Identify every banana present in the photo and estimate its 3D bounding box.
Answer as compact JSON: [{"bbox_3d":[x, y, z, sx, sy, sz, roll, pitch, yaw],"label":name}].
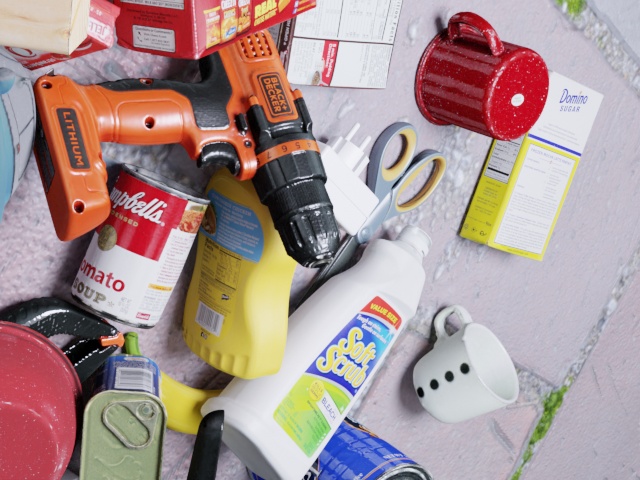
[{"bbox_3d":[-0.088,0.129,0.883,0.197,0.037,0.069,20,96,-44],"label":"banana"}]

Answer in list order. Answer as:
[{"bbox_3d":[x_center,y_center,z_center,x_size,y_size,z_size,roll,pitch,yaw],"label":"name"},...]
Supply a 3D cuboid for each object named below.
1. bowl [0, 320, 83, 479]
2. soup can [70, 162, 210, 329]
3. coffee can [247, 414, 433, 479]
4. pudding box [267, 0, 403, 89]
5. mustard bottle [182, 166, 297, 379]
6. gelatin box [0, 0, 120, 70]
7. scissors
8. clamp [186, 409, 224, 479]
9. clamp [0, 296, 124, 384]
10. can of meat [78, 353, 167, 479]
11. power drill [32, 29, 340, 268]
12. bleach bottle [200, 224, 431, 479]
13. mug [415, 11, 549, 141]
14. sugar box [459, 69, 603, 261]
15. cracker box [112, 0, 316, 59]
[{"bbox_3d":[-0.226,0.136,0.705,0.161,0.055,0.162,-13,115,-28],"label":"bowl"},{"bbox_3d":[-0.130,0.004,0.766,0.068,0.069,0.102,19,97,-44],"label":"soup can"},{"bbox_3d":[0.016,0.209,0.938,0.102,0.140,0.103,-18,121,-34],"label":"coffee can"},{"bbox_3d":[0.009,-0.165,0.829,0.113,0.039,0.090,-5,112,-42],"label":"pudding box"},{"bbox_3d":[-0.055,0.001,0.810,0.058,0.096,0.192,-4,112,-40],"label":"mustard bottle"},{"bbox_3d":[-0.177,-0.134,0.644,0.073,0.089,0.030,24,70,-45],"label":"gelatin box"},{"bbox_3d":[0.035,-0.026,0.932,0.201,0.016,0.096,-40,130,-20],"label":"scissors"},{"bbox_3d":[-0.093,0.215,0.844,0.210,0.036,0.164,-29,120,24],"label":"clamp"},{"bbox_3d":[-0.223,0.075,0.741,0.171,0.039,0.120,-23,126,-31],"label":"clamp"},{"bbox_3d":[-0.144,0.142,0.782,0.057,0.084,0.102,4,104,-10],"label":"can of meat"},{"bbox_3d":[-0.089,-0.053,0.710,0.187,0.184,0.057,-12,161,-28],"label":"power drill"},{"bbox_3d":[0.013,0.080,0.897,0.250,0.068,0.102,-52,130,-24],"label":"bleach bottle"},{"bbox_3d":[0.141,-0.144,0.922,0.093,0.082,0.117,-36,129,-23],"label":"mug"},{"bbox_3d":[0.205,-0.074,1.038,0.093,0.048,0.176,13,97,-43],"label":"sugar box"},{"bbox_3d":[-0.067,-0.238,0.671,0.164,0.072,0.214,-40,135,-54],"label":"cracker box"}]
